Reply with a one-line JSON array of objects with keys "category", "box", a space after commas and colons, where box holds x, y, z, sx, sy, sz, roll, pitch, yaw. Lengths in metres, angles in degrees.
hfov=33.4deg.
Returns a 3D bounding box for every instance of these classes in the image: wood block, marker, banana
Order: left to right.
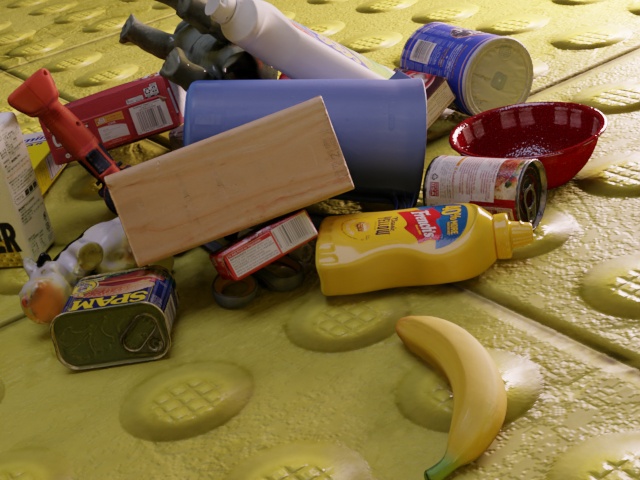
[{"category": "wood block", "box": [-0.080, -0.056, 0.985, 0.206, 0.090, 0.091, -20, 6, 4]}, {"category": "marker", "box": [-0.057, 0.001, 1.078, 0.121, 0.020, 0.020, 15, 36, 43]}, {"category": "banana", "box": [0.097, 0.102, 0.785, 0.069, 0.037, 0.198, -9, 26, 3]}]

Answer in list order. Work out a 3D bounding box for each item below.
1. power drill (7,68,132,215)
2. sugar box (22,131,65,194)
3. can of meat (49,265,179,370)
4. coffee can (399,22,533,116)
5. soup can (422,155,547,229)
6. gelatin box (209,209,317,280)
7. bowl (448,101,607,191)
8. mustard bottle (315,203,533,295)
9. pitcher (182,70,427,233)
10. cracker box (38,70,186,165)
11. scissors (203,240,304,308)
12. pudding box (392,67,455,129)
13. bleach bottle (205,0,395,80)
[{"category": "power drill", "box": [-0.258, -0.100, 1.164, 0.057, 0.187, 0.185, -42, 15, -8]}, {"category": "sugar box", "box": [-0.388, -0.094, 1.384, 0.093, 0.048, 0.176, -9, 27, 7]}, {"category": "can of meat", "box": [-0.180, 0.067, 0.954, 0.102, 0.057, 0.084, -9, 23, 5]}, {"category": "coffee can", "box": [0.177, -0.208, 1.312, 0.102, 0.103, 0.140, -23, 28, -22]}, {"category": "soup can", "box": [0.158, -0.047, 1.030, 0.102, 0.068, 0.068, 6, 31, 34]}, {"category": "gelatin box", "box": [-0.054, 0.004, 0.977, 0.089, 0.030, 0.073, -29, 7, -12]}, {"category": "bowl", "box": [0.217, -0.092, 1.111, 0.162, 0.055, 0.162, -10, 26, 4]}, {"category": "mustard bottle", "box": [0.095, 0.004, 0.964, 0.192, 0.058, 0.096, -6, 28, 11]}, {"category": "pitcher", "box": [-0.015, -0.094, 1.081, 0.242, 0.145, 0.149, 2, 22, -3]}, {"category": "cracker box", "box": [-0.248, -0.166, 1.371, 0.164, 0.072, 0.213, -17, 12, 7]}, {"category": "scissors", "box": [-0.101, 0.025, 1.052, 0.202, 0.016, 0.096, 14, 36, 43]}, {"category": "pudding box", "box": [0.091, -0.151, 1.262, 0.113, 0.039, 0.090, -50, 38, -15]}, {"category": "bleach bottle", "box": [-0.013, -0.195, 1.150, 0.250, 0.068, 0.103, 24, 19, -35]}]
